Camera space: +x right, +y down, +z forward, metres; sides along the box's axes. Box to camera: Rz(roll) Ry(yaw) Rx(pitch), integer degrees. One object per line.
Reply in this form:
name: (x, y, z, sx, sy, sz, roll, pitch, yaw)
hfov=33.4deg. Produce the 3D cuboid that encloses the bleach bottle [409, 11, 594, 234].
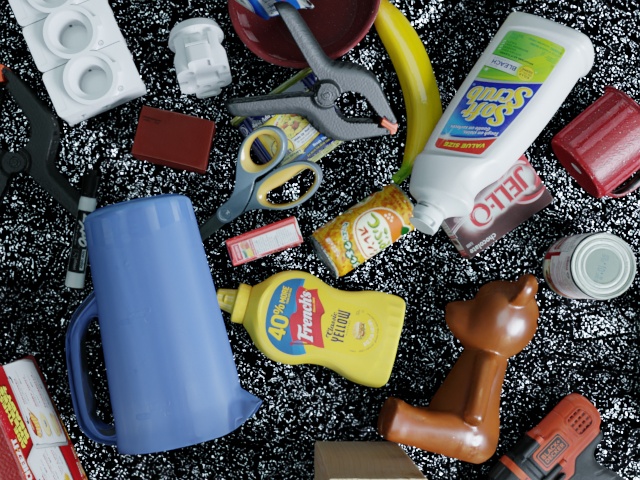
bleach bottle: (0.172, -0.111, 1.074, 0.103, 0.068, 0.250, 26, 73, 24)

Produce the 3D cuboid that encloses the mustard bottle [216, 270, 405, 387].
mustard bottle: (-0.015, 0.082, 1.097, 0.191, 0.058, 0.096, 15, 78, -2)

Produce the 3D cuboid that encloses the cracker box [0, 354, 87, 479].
cracker box: (-0.290, 0.200, 1.003, 0.072, 0.214, 0.164, -23, 90, -4)

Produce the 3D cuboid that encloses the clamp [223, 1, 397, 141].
clamp: (0.002, -0.157, 1.046, 0.171, 0.039, 0.120, 15, 115, -16)

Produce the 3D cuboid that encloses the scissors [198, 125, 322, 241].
scissors: (-0.096, -0.049, 1.087, 0.202, 0.016, 0.096, -21, 97, 15)

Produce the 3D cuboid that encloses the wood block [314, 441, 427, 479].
wood block: (0.043, 0.252, 1.021, 0.091, 0.206, 0.090, 2, 88, -4)

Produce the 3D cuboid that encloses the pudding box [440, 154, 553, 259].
pudding box: (0.173, -0.047, 1.119, 0.113, 0.039, 0.090, -35, 90, -4)

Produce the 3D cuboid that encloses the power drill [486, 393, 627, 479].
power drill: (0.264, 0.281, 1.105, 0.187, 0.057, 0.184, 45, 87, -1)

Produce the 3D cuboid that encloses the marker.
marker: (-0.240, -0.012, 1.080, 0.020, 0.020, 0.121, 10, 95, -3)

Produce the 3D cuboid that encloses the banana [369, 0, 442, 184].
banana: (0.094, -0.157, 1.110, 0.069, 0.037, 0.198, -2, 81, -46)

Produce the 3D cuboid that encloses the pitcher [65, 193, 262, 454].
pitcher: (-0.167, 0.084, 1.054, 0.149, 0.145, 0.243, -12, 89, -32)

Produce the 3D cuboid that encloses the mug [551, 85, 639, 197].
mug: (0.300, -0.091, 1.110, 0.081, 0.093, 0.117, -40, 127, 1)

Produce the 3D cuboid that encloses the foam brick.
foam brick: (-0.150, -0.103, 1.100, 0.078, 0.051, 0.053, 13, 87, -3)

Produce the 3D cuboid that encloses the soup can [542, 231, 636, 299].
soup can: (0.273, 0.026, 1.091, 0.068, 0.102, 0.068, 0, 88, -3)

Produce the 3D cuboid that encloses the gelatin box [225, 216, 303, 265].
gelatin box: (-0.057, 0.001, 1.082, 0.073, 0.089, 0.030, -19, 91, -3)

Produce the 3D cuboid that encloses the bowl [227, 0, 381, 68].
bowl: (-0.011, -0.248, 1.097, 0.162, 0.055, 0.162, -2, 82, 13)

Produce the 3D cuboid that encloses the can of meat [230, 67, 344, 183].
can of meat: (-0.027, -0.117, 1.104, 0.102, 0.057, 0.084, -36, 93, -3)

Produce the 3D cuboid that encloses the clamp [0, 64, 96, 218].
clamp: (-0.300, -0.076, 1.099, 0.164, 0.036, 0.210, -3, 92, -4)
